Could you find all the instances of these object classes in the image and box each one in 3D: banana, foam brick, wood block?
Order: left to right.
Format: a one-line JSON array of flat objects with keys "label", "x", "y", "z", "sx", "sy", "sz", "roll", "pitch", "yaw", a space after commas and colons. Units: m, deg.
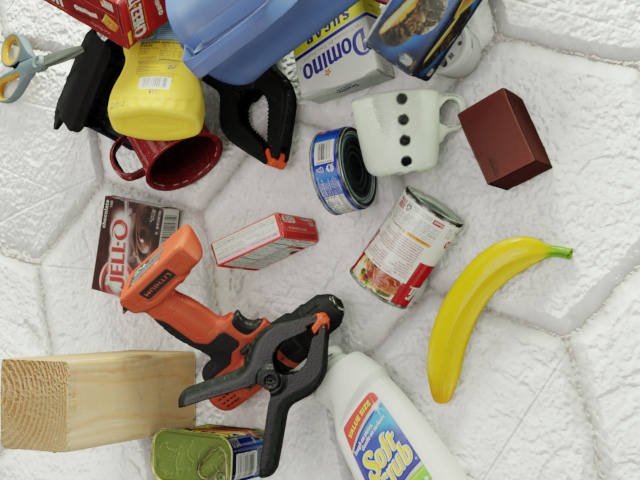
[{"label": "wood block", "x": -0.228, "y": 0.164, "z": 1.122, "sx": 0.091, "sy": 0.205, "sz": 0.090, "roll": -3, "pitch": 86, "yaw": 29}, {"label": "banana", "x": 0.150, "y": 0.064, "z": 1.013, "sx": 0.070, "sy": 0.037, "sz": 0.198, "roll": 45, "pitch": 108, "yaw": 25}, {"label": "foam brick", "x": 0.173, "y": -0.094, "z": 1.001, "sx": 0.053, "sy": 0.051, "sz": 0.078, "roll": -27, "pitch": 74, "yaw": 26}]

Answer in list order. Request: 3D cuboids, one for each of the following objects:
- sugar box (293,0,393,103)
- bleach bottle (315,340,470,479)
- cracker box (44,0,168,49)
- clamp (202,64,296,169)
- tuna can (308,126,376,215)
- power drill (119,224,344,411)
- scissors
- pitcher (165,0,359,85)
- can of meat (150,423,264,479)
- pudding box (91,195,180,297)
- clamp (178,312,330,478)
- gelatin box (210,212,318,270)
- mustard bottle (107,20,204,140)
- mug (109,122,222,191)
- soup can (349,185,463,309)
[{"label": "sugar box", "x": 0.012, "y": -0.240, "z": 1.102, "sx": 0.093, "sy": 0.048, "sz": 0.176, "roll": -16, "pitch": 78, "yaw": 28}, {"label": "bleach bottle", "x": 0.065, "y": 0.208, "z": 1.040, "sx": 0.103, "sy": 0.068, "sz": 0.251, "roll": -45, "pitch": 65, "yaw": 18}, {"label": "cracker box", "x": -0.188, "y": -0.311, "z": 1.138, "sx": 0.164, "sy": 0.072, "sz": 0.213, "roll": 32, "pitch": 60, "yaw": 26}, {"label": "clamp", "x": -0.087, "y": -0.168, "z": 1.158, "sx": 0.165, "sy": 0.036, "sz": 0.210, "roll": -22, "pitch": 73, "yaw": 28}, {"label": "tuna can", "x": 0.023, "y": -0.070, "z": 1.063, "sx": 0.034, "sy": 0.086, "sz": 0.086, "roll": -11, "pitch": 82, "yaw": 27}, {"label": "power drill", "x": -0.094, "y": 0.072, "z": 1.084, "sx": 0.185, "sy": 0.057, "sz": 0.187, "roll": -40, "pitch": 109, "yaw": 21}, {"label": "scissors", "x": -0.342, "y": -0.229, "z": 1.289, "sx": 0.202, "sy": 0.016, "sz": 0.096, "roll": -24, "pitch": 67, "yaw": 42}, {"label": "pitcher", "x": -0.029, "y": -0.247, "z": 0.999, "sx": 0.243, "sy": 0.144, "sz": 0.149, "roll": -25, "pitch": 71, "yaw": 41}, {"label": "can of meat", "x": -0.113, "y": 0.226, "z": 1.124, "sx": 0.102, "sy": 0.083, "sz": 0.057, "roll": 1, "pitch": 87, "yaw": 29}, {"label": "pudding box", "x": -0.210, "y": 0.011, "z": 1.216, "sx": 0.090, "sy": 0.039, "sz": 0.113, "roll": 11, "pitch": 93, "yaw": 30}, {"label": "clamp", "x": -0.043, "y": 0.147, "z": 1.049, "sx": 0.171, "sy": 0.039, "sz": 0.120, "roll": -42, "pitch": 93, "yaw": 9}, {"label": "gelatin box", "x": -0.057, "y": 0.001, "z": 1.111, "sx": 0.089, "sy": 0.073, "sz": 0.030, "roll": -25, "pitch": 74, "yaw": 26}, {"label": "mustard bottle", "x": -0.163, "y": -0.198, "z": 1.135, "sx": 0.096, "sy": 0.058, "sz": 0.191, "roll": 1, "pitch": 59, "yaw": 5}, {"label": "mug", "x": -0.177, "y": -0.108, "z": 1.170, "sx": 0.117, "sy": 0.093, "sz": 0.081, "roll": -30, "pitch": 66, "yaw": -5}, {"label": "soup can", "x": 0.083, "y": 0.006, "z": 1.036, "sx": 0.069, "sy": 0.068, "sz": 0.102, "roll": 40, "pitch": 105, "yaw": 25}]
